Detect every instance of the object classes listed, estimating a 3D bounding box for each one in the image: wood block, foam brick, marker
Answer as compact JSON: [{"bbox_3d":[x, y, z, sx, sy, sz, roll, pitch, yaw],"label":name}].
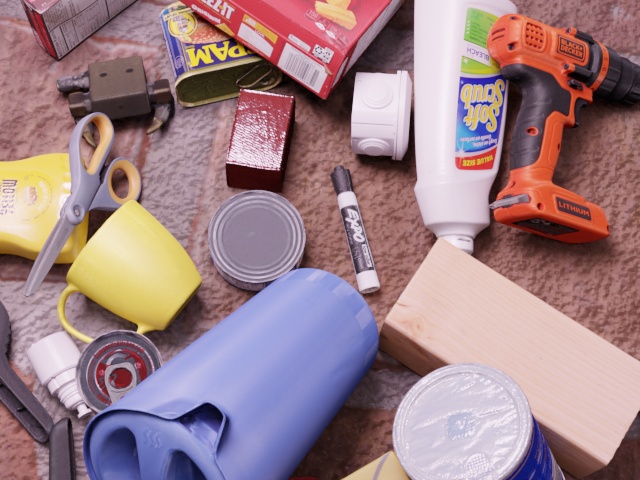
[{"bbox_3d":[0.159,0.099,0.890,0.206,0.090,0.090,32,73,9],"label":"wood block"},{"bbox_3d":[-0.054,-0.090,0.967,0.051,0.053,0.078,10,71,1],"label":"foam brick"},{"bbox_3d":[0.030,-0.012,0.961,0.020,0.020,0.121,-12,72,-6],"label":"marker"}]

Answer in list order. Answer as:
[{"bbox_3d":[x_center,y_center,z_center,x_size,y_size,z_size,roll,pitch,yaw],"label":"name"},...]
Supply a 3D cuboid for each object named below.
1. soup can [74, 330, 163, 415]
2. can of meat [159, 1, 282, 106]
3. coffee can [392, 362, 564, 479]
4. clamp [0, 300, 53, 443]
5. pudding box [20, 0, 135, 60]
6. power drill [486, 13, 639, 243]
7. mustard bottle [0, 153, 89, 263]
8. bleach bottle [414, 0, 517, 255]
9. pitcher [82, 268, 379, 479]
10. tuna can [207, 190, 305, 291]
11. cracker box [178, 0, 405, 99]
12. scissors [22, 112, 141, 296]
[{"bbox_3d":[-0.156,0.118,0.865,0.068,0.102,0.068,1,71,-2],"label":"soup can"},{"bbox_3d":[-0.094,-0.182,0.996,0.102,0.057,0.084,-14,69,-7],"label":"can of meat"},{"bbox_3d":[0.124,0.170,0.813,0.103,0.140,0.103,-13,52,17],"label":"coffee can"},{"bbox_3d":[-0.298,0.098,0.879,0.120,0.039,0.171,-3,60,-49],"label":"clamp"},{"bbox_3d":[-0.221,-0.231,0.991,0.113,0.090,0.039,-40,79,-15],"label":"pudding box"},{"bbox_3d":[0.223,-0.096,0.958,0.184,0.057,0.187,13,75,-28],"label":"power drill"},{"bbox_3d":[-0.302,-0.029,0.935,0.191,0.058,0.096,0,70,-2],"label":"mustard bottle"},{"bbox_3d":[0.129,-0.103,0.967,0.102,0.068,0.251,14,73,-41],"label":"bleach bottle"},{"bbox_3d":[-0.059,0.127,0.817,0.149,0.145,0.242,-3,24,34],"label":"pitcher"},{"bbox_3d":[-0.056,0.001,0.945,0.086,0.034,0.086,1,71,-2],"label":"tuna can"},{"bbox_3d":[-0.003,-0.255,0.981,0.164,0.072,0.213,34,56,3],"label":"cracker box"},{"bbox_3d":[-0.196,-0.018,0.905,0.016,0.096,0.201,-14,52,27],"label":"scissors"}]
